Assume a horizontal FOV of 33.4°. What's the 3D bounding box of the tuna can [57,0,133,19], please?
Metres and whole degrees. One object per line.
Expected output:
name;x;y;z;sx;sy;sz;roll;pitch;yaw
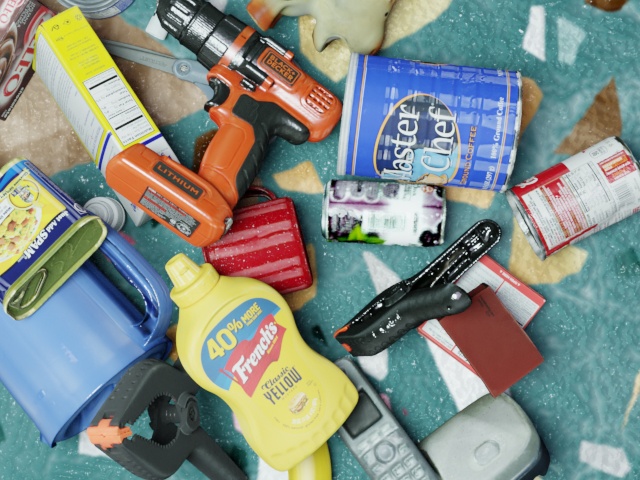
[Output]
tuna can;-0.204;-0.244;0.961;0.086;0.033;0.086;0;89;6

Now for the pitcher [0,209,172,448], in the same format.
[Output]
pitcher;-0.245;0.041;0.914;0.149;0.145;0.243;-40;81;-22

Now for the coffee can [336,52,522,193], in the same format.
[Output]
coffee can;0.089;-0.098;0.887;0.140;0.103;0.103;7;90;2

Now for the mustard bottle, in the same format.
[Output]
mustard bottle;-0.058;0.087;0.856;0.096;0.058;0.191;-42;107;-13

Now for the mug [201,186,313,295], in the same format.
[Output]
mug;-0.056;0.001;0.921;0.081;0.093;0.117;-14;53;1

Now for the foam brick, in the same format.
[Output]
foam brick;0.139;0.080;0.878;0.053;0.051;0.078;-36;87;3

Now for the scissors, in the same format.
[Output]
scissors;-0.115;-0.134;0.958;0.202;0.016;0.096;2;89;6

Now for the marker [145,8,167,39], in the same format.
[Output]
marker;-0.123;-0.239;0.959;0.020;0.020;0.121;26;92;6

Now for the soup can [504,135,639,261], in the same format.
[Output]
soup can;0.216;-0.036;0.894;0.102;0.068;0.068;-28;86;4

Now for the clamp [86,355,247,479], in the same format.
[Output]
clamp;-0.115;0.150;0.868;0.036;0.209;0.164;-7;95;23

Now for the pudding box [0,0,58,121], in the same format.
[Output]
pudding box;-0.281;-0.166;0.940;0.039;0.090;0.113;35;93;7

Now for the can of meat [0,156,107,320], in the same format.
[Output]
can of meat;-0.235;-0.003;0.839;0.084;0.057;0.102;40;78;13

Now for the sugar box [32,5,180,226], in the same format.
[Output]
sugar box;-0.184;-0.105;0.925;0.048;0.093;0.176;-34;87;-23

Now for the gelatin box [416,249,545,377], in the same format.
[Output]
gelatin box;0.137;0.064;0.920;0.073;0.030;0.089;37;93;4

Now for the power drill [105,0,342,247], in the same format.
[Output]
power drill;-0.093;-0.103;0.875;0.184;0.057;0.187;35;62;-4

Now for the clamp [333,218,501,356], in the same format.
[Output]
clamp;0.075;0.054;0.879;0.172;0.120;0.039;-41;93;28
